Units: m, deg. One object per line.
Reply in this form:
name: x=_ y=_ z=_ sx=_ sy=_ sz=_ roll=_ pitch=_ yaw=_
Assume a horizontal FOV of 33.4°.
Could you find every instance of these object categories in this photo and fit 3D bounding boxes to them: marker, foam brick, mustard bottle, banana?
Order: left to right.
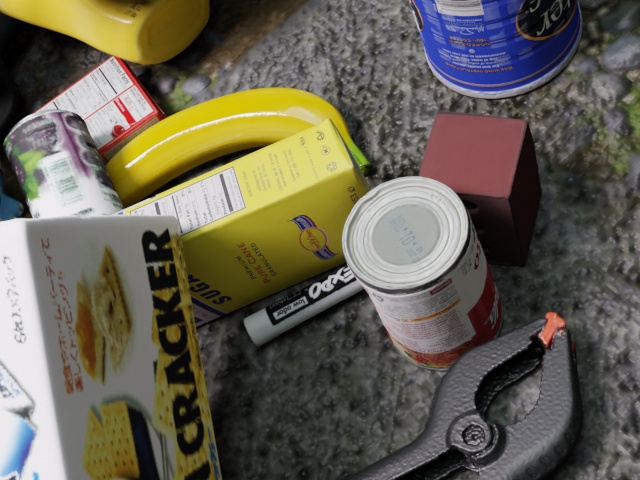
mustard bottle: x=-0.182 y=-0.186 z=0.775 sx=0.192 sy=0.058 sz=0.096 roll=22 pitch=41 yaw=19
banana: x=-0.066 y=-0.062 z=0.700 sx=0.198 sy=0.037 sz=0.069 roll=-9 pitch=59 yaw=15
marker: x=0.011 y=0.027 z=0.632 sx=0.121 sy=0.020 sz=0.020 roll=-28 pitch=56 yaw=3
foam brick: x=0.091 y=-0.028 z=0.600 sx=0.053 sy=0.078 sz=0.051 roll=8 pitch=63 yaw=23

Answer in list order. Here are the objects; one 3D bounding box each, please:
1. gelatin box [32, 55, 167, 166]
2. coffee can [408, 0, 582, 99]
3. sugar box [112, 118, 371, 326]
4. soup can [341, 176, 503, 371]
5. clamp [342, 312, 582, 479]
gelatin box: x=-0.157 y=-0.079 z=0.747 sx=0.089 sy=0.030 sz=0.073 roll=-36 pitch=55 yaw=-3
coffee can: x=0.098 y=-0.167 z=0.638 sx=0.103 sy=0.140 sz=0.103 roll=-9 pitch=59 yaw=15
sugar box: x=-0.054 y=0.001 z=0.627 sx=0.176 sy=0.093 sz=0.048 roll=-26 pitch=56 yaw=5
soup can: x=0.056 y=0.019 z=0.570 sx=0.068 sy=0.102 sz=0.068 roll=-9 pitch=59 yaw=15
clamp: x=0.086 y=0.116 z=0.542 sx=0.120 sy=0.039 sz=0.171 roll=38 pitch=79 yaw=31
